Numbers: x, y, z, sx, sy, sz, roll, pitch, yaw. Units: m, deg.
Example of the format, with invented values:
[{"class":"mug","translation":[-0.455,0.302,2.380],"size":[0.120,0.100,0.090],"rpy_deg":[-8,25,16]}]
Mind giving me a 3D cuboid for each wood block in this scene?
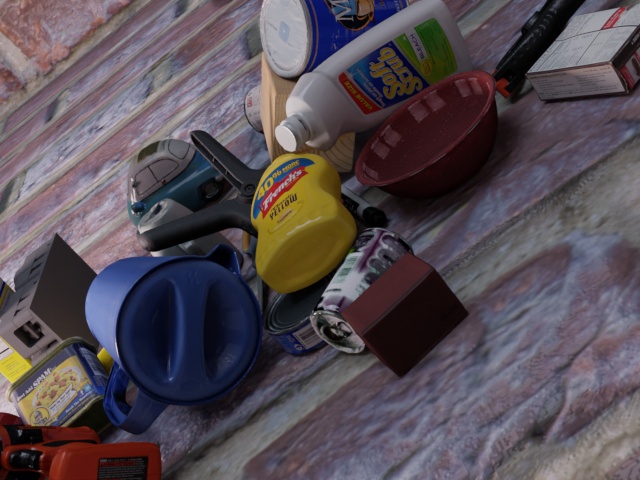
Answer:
[{"class":"wood block","translation":[-0.018,-0.154,1.242],"size":[0.090,0.090,0.206],"rpy_deg":[0,23,-8]}]

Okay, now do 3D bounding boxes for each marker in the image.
[{"class":"marker","translation":[0.038,-0.035,1.085],"size":[0.020,0.020,0.121],"rpy_deg":[-42,24,-3]}]

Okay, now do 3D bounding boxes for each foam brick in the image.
[{"class":"foam brick","translation":[0.066,0.058,0.844],"size":[0.078,0.053,0.051],"rpy_deg":[-42,24,-6]}]

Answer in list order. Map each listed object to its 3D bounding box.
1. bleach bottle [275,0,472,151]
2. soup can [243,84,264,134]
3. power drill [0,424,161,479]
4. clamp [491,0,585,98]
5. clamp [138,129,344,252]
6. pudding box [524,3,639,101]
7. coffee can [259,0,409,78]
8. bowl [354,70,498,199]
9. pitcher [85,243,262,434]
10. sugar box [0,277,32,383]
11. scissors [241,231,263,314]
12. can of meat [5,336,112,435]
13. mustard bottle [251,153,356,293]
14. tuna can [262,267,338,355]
[{"class":"bleach bottle","translation":[0.051,-0.158,1.107],"size":[0.250,0.102,0.068],"rpy_deg":[-39,22,-33]},{"class":"soup can","translation":[-0.044,-0.183,1.404],"size":[0.102,0.068,0.068],"rpy_deg":[-16,34,44]},{"class":"power drill","translation":[-0.244,0.196,0.942],"size":[0.188,0.184,0.057],"rpy_deg":[1,87,48]},{"class":"clamp","translation":[0.225,-0.214,1.087],"size":[0.171,0.039,0.120],"rpy_deg":[-49,-3,-5]},{"class":"clamp","translation":[-0.074,-0.051,1.125],"size":[0.210,0.036,0.164],"rpy_deg":[3,54,13]},{"class":"pudding box","translation":[0.257,-0.173,0.980],"size":[0.090,0.039,0.114],"rpy_deg":[-49,23,-19]},{"class":"coffee can","translation":[0.017,-0.240,1.200],"size":[0.140,0.103,0.103],"rpy_deg":[-12,9,-31]},{"class":"bowl","translation":[0.113,-0.091,1.027],"size":[0.162,0.055,0.162],"rpy_deg":[-33,25,17]},{"class":"pitcher","translation":[-0.161,0.084,1.036],"size":[0.149,0.145,0.243],"rpy_deg":[-20,9,-20]},{"class":"sugar box","translation":[-0.387,0.099,1.284],"size":[0.048,0.176,0.093],"rpy_deg":[-34,25,14]},{"class":"scissors","translation":[-0.057,0.001,1.126],"size":[0.202,0.016,0.096],"rpy_deg":[-114,45,-66]},{"class":"can of meat","translation":[-0.260,0.164,1.094],"size":[0.102,0.057,0.084],"rpy_deg":[-40,56,2]},{"class":"mustard bottle","translation":[-0.022,-0.033,1.020],"size":[0.096,0.058,0.191],"rpy_deg":[-40,27,15]},{"class":"tuna can","translation":[-0.009,0.063,0.968],"size":[0.086,0.033,0.086],"rpy_deg":[-33,25,17]}]
